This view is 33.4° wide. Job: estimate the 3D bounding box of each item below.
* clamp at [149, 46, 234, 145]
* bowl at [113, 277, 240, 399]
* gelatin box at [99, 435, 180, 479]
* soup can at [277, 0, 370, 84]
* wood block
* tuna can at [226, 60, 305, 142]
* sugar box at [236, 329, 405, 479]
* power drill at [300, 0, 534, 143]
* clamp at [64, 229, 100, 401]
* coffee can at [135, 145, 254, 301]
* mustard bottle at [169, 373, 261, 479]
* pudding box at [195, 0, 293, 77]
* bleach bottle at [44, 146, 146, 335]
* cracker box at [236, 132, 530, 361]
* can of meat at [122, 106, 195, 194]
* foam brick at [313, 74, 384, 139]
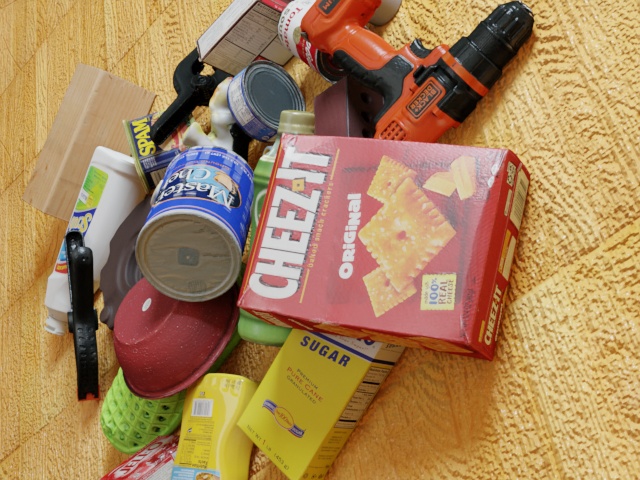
[{"bbox_3d":[-0.129,-0.175,1.275,0.039,0.120,0.171,94,-176,-52],"label":"clamp"},{"bbox_3d":[-0.161,0.081,1.103,0.162,0.055,0.162,-26,41,24],"label":"bowl"},{"bbox_3d":[-0.174,0.235,1.106,0.073,0.089,0.030,-14,104,48],"label":"gelatin box"},{"bbox_3d":[0.004,-0.212,1.123,0.068,0.068,0.102,-59,37,12],"label":"soup can"},{"bbox_3d":[-0.318,-0.128,1.464,0.090,0.090,0.206,24,91,53],"label":"wood block"},{"bbox_3d":[-0.059,-0.150,1.156,0.034,0.086,0.086,-30,51,42],"label":"tuna can"},{"bbox_3d":[0.004,0.121,0.958,0.093,0.048,0.176,37,106,36],"label":"sugar box"},{"bbox_3d":[0.081,-0.185,0.980,0.184,0.057,0.188,-46,60,14],"label":"power drill"},{"bbox_3d":[-0.286,0.092,1.286,0.165,0.036,0.210,-176,82,-75],"label":"clamp"},{"bbox_3d":[-0.121,-0.020,1.075,0.103,0.102,0.140,-46,18,27],"label":"coffee can"},{"bbox_3d":[-0.109,0.229,1.047,0.096,0.058,0.191,-6,67,46],"label":"mustard bottle"},{"bbox_3d":[-0.072,-0.232,1.210,0.114,0.089,0.039,-40,45,33],"label":"pudding box"},{"bbox_3d":[-0.300,0.008,1.398,0.103,0.068,0.251,29,98,53],"label":"bleach bottle"},{"bbox_3d":[0.051,0.000,0.889,0.214,0.072,0.164,7,75,28],"label":"cracker box"},{"bbox_3d":[-0.185,-0.114,1.290,0.084,0.057,0.102,-19,47,-4],"label":"can of meat"},{"bbox_3d":[0.029,-0.112,1.054,0.051,0.052,0.078,-28,52,41],"label":"foam brick"}]
